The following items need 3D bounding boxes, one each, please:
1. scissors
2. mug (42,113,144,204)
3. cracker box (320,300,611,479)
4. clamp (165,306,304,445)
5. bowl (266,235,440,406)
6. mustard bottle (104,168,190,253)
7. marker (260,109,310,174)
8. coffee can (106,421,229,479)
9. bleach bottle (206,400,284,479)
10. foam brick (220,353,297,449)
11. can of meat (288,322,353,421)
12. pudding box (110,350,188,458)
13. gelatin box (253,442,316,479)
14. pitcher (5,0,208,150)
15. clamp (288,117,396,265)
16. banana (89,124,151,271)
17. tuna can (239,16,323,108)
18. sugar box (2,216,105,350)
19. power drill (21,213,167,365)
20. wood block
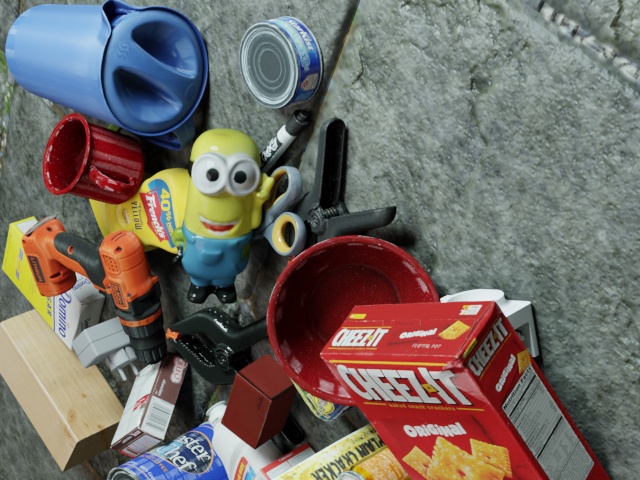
[{"bbox_3d":[-0.057,0.001,1.102,0.202,0.016,0.096,-56,44,50],"label":"scissors"},{"bbox_3d":[-0.245,-0.082,1.189,0.117,0.081,0.093,36,105,45],"label":"mug"},{"bbox_3d":[0.121,0.152,0.905,0.164,0.072,0.213,-7,126,49],"label":"cracker box"},{"bbox_3d":[-0.095,0.140,1.214,0.210,0.036,0.164,9,112,41],"label":"clamp"},{"bbox_3d":[0.032,0.070,1.000,0.162,0.055,0.162,1,100,3],"label":"bowl"},{"bbox_3d":[-0.169,-0.033,1.206,0.192,0.058,0.096,1,101,46],"label":"mustard bottle"},{"bbox_3d":[-0.044,-0.093,1.077,0.020,0.020,0.121,58,138,12],"label":"marker"},{"bbox_3d":[-0.169,0.291,1.278,0.103,0.140,0.103,21,120,40],"label":"coffee can"},{"bbox_3d":[-0.055,0.296,1.220,0.251,0.067,0.103,52,138,22],"label":"bleach bottle"},{"bbox_3d":[-0.064,0.173,1.142,0.053,0.051,0.078,36,127,22],"label":"foam brick"},{"bbox_3d":[0.011,0.123,1.081,0.102,0.057,0.084,56,140,15],"label":"can of meat"},{"bbox_3d":[-0.210,0.202,1.314,0.039,0.113,0.090,31,141,-17],"label":"pudding box"},{"bbox_3d":[-0.018,0.274,1.161,0.089,0.073,0.030,49,136,20],"label":"gelatin box"},{"bbox_3d":[-0.240,-0.189,1.176,0.243,0.144,0.149,18,102,46],"label":"pitcher"},{"bbox_3d":[0.006,-0.034,1.034,0.172,0.039,0.120,-45,57,49],"label":"clamp"},{"bbox_3d":[-0.254,-0.048,1.307,0.070,0.037,0.198,2,107,48],"label":"banana"},{"bbox_3d":[-0.039,-0.171,1.028,0.086,0.033,0.086,21,120,40],"label":"tuna can"},{"bbox_3d":[-0.370,0.059,1.468,0.176,0.048,0.093,45,133,27],"label":"sugar box"},{"bbox_3d":[-0.267,0.054,1.286,0.188,0.057,0.184,16,129,33],"label":"power drill"},{"bbox_3d":[-0.366,0.202,1.492,0.206,0.090,0.091,51,136,18],"label":"wood block"}]
